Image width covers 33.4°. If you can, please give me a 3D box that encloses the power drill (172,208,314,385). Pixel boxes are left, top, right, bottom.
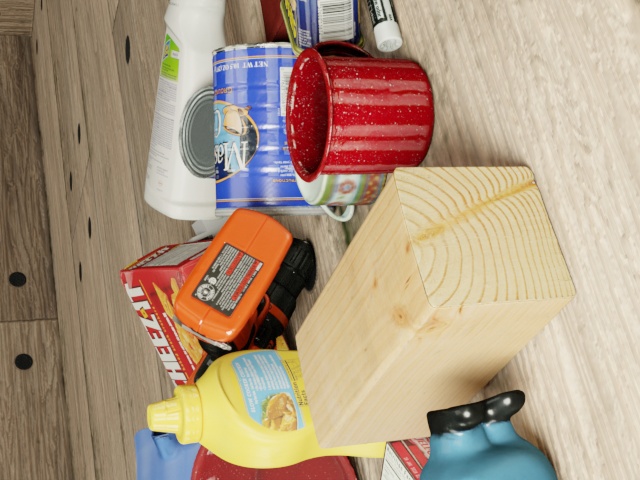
[{"bbox_3d":[-0.058,0.048,0.880,0.184,0.057,0.188,-60,-12,-21],"label":"power drill"}]

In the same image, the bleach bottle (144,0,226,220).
[{"bbox_3d":[-0.126,-0.153,1.065,0.103,0.068,0.251,28,114,56],"label":"bleach bottle"}]

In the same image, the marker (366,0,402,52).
[{"bbox_3d":[0.040,-0.196,0.802,0.020,0.020,0.121,124,139,-58],"label":"marker"}]

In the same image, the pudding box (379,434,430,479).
[{"bbox_3d":[0.070,0.204,0.730,0.090,0.039,0.113,-128,43,-59],"label":"pudding box"}]

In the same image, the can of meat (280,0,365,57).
[{"bbox_3d":[-0.001,-0.202,0.820,0.102,0.057,0.084,-104,8,-46],"label":"can of meat"}]

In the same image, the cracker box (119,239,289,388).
[{"bbox_3d":[-0.114,0.087,1.067,0.214,0.072,0.164,-6,111,64],"label":"cracker box"}]

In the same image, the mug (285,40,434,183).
[{"bbox_3d":[0.025,-0.097,0.761,0.093,0.081,0.117,112,149,-48],"label":"mug"}]

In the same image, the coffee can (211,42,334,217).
[{"bbox_3d":[-0.040,-0.091,0.910,0.103,0.102,0.140,-178,86,-70],"label":"coffee can"}]

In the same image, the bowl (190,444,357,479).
[{"bbox_3d":[-0.029,0.216,0.906,0.162,0.055,0.162,1,92,25],"label":"bowl"}]

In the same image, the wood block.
[{"bbox_3d":[0.060,0.048,0.667,0.206,0.090,0.090,118,145,-54],"label":"wood block"}]

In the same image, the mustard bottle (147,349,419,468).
[{"bbox_3d":[-0.028,0.118,0.764,0.096,0.191,0.058,-114,30,-47],"label":"mustard bottle"}]

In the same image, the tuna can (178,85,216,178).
[{"bbox_3d":[-0.094,-0.099,0.994,0.086,0.033,0.086,-2,87,47],"label":"tuna can"}]

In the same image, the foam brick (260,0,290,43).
[{"bbox_3d":[-0.020,-0.208,0.918,0.051,0.053,0.078,130,134,-61],"label":"foam brick"}]
